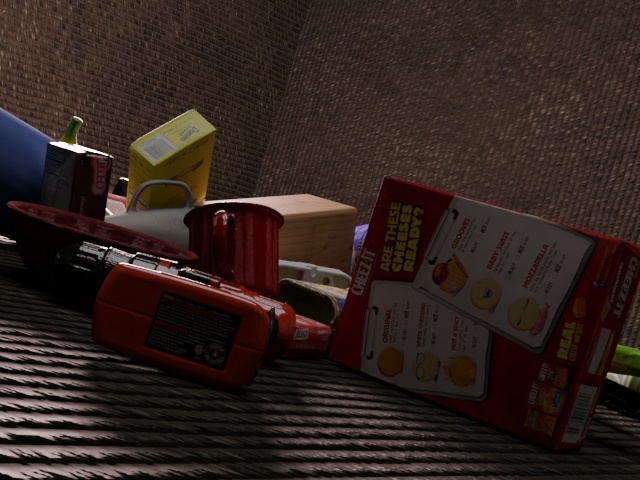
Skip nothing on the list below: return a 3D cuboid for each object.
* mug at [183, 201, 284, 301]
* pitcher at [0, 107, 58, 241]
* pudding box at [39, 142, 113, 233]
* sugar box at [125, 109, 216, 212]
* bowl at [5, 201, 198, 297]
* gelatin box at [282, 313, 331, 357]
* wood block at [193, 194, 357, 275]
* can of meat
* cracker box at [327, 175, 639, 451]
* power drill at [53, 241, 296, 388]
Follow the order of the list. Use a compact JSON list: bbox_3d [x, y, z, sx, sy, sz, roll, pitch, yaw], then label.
[{"bbox_3d":[-0.079,0.015,0.957,0.093,0.081,0.117,-2,-20,3],"label":"mug"},{"bbox_3d":[-0.354,-0.078,1.018,0.149,0.145,0.242,20,-7,43],"label":"pitcher"},{"bbox_3d":[-0.231,-0.031,0.992,0.039,0.113,0.090,8,7,-32],"label":"pudding box"},{"bbox_3d":[-0.171,-0.056,1.198,0.048,0.176,0.093,41,55,21],"label":"sugar box"},{"bbox_3d":[-0.185,0.016,0.878,0.162,0.055,0.162,17,2,-1],"label":"bowl"},{"bbox_3d":[-0.046,0.070,0.882,0.089,0.030,0.073,17,1,27],"label":"gelatin box"},{"bbox_3d":[-0.058,0.001,1.260,0.091,0.090,0.205,18,16,38],"label":"wood block"},{"bbox_3d":[0.014,0.072,0.974,0.083,0.057,0.102,12,3,-37],"label":"can of meat"},{"bbox_3d":[0.129,0.054,0.852,0.214,0.164,0.072,18,1,35],"label":"cracker box"},{"bbox_3d":[-0.103,0.043,0.723,0.184,0.057,0.187,16,2,-4],"label":"power drill"}]
